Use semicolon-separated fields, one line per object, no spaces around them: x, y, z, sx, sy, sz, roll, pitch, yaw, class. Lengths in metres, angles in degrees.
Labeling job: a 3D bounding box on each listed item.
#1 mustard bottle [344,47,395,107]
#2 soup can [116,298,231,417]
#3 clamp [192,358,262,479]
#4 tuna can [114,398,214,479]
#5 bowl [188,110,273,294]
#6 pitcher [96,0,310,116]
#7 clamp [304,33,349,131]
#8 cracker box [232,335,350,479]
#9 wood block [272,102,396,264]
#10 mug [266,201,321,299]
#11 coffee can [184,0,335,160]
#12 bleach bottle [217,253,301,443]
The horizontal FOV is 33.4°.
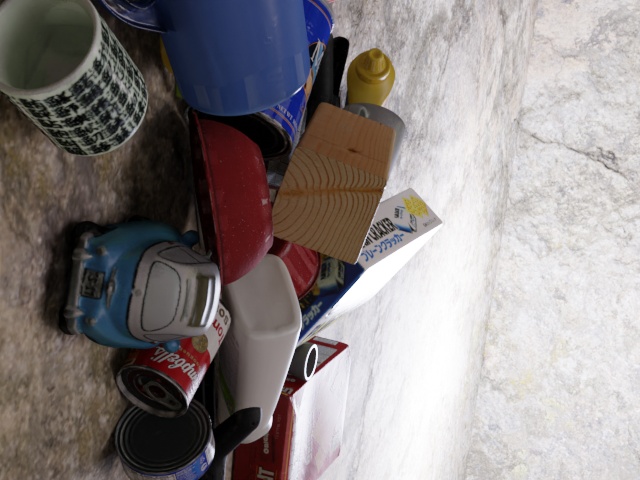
0.057;-0.175;1.311;0.192;0.058;0.096;98;6;-66;mustard bottle
-0.129;0.097;0.951;0.068;0.069;0.102;82;25;-44;soup can
-0.107;0.198;1.018;0.165;0.036;0.210;-137;-125;-58;clamp
-0.137;0.179;0.944;0.034;0.086;0.086;85;24;-44;tuna can
-0.076;-0.036;0.932;0.162;0.055;0.162;172;-90;-81;bowl
-0.087;-0.213;0.784;0.145;0.149;0.243;-75;159;-49;pitcher
0.007;-0.170;1.272;0.120;0.039;0.171;-34;134;-66;clamp
-0.032;0.227;1.320;0.213;0.072;0.164;-30;127;-67;cracker box
0.015;-0.063;1.055;0.206;0.091;0.090;-70;-179;-71;wood block
-0.057;0.001;1.107;0.081;0.093;0.117;58;15;-58;mug
-0.054;-0.159;0.979;0.102;0.103;0.140;63;41;-62;coffee can
-0.074;0.128;1.092;0.251;0.068;0.102;105;-28;-51;bleach bottle
